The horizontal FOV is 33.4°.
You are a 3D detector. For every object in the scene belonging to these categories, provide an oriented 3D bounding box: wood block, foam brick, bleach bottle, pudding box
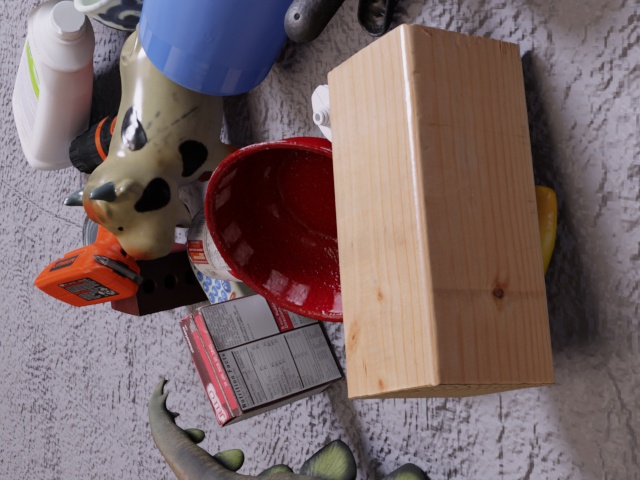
[{"bbox_3d":[0.069,-0.012,0.640,0.090,0.090,0.206,-22,68,57],"label":"wood block"},{"bbox_3d":[-0.151,0.035,0.991,0.051,0.078,0.053,10,109,52],"label":"foam brick"},{"bbox_3d":[-0.249,-0.152,1.016,0.102,0.068,0.251,71,158,8],"label":"bleach bottle"},{"bbox_3d":[-0.046,0.088,0.844,0.039,0.113,0.090,-36,72,47],"label":"pudding box"}]

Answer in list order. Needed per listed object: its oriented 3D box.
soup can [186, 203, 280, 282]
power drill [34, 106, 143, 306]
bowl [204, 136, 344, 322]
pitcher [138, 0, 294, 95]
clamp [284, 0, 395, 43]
[{"bbox_3d":[-0.056,0.001,0.867,0.102,0.068,0.068,1,102,52],"label":"soup can"},{"bbox_3d":[-0.194,-0.036,0.967,0.185,0.057,0.187,-13,55,47],"label":"power drill"},{"bbox_3d":[0.001,-0.018,0.765,0.162,0.055,0.162,14,133,15],"label":"bowl"},{"bbox_3d":[-0.061,-0.223,0.746,0.149,0.144,0.243,52,140,19],"label":"pitcher"},{"bbox_3d":[0.042,-0.199,0.677,0.039,0.120,0.172,34,107,12],"label":"clamp"}]
